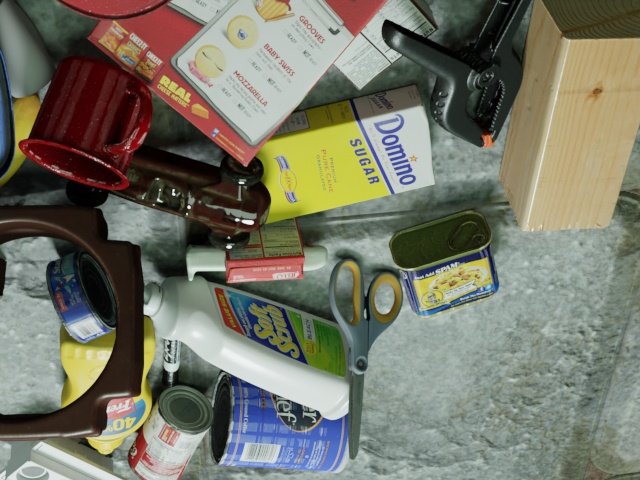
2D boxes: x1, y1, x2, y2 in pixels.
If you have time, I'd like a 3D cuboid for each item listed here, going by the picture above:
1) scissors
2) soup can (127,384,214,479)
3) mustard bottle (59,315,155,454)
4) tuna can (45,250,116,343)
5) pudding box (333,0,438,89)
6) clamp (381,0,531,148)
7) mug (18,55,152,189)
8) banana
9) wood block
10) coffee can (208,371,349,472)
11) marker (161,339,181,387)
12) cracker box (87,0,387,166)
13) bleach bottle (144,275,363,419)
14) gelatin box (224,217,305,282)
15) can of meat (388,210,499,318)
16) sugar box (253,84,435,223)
[{"bbox_3d":[0.054,0.117,1.103,0.096,0.202,0.016,-8,177,-31],"label":"scissors"},{"bbox_3d":[-0.167,0.219,1.194,0.068,0.068,0.102,14,128,-23],"label":"soup can"},{"bbox_3d":[-0.228,0.161,1.140,0.096,0.058,0.192,-3,132,-16],"label":"mustard bottle"},{"bbox_3d":[-0.228,0.053,1.028,0.034,0.086,0.086,-22,131,6],"label":"tuna can"},{"bbox_3d":[0.031,-0.193,0.897,0.090,0.039,0.113,-36,130,19],"label":"pudding box"},{"bbox_3d":[0.142,-0.161,0.930,0.164,0.036,0.210,-35,146,-4],"label":"clamp"},{"bbox_3d":[-0.179,-0.097,0.863,0.117,0.081,0.093,3,160,43],"label":"mug"},{"bbox_3d":[-0.315,-0.062,0.942,0.198,0.037,0.069,-27,131,12],"label":"banana"},{"bbox_3d":[0.232,-0.116,0.971,0.090,0.090,0.206,-3,131,-8],"label":"wood block"},{"bbox_3d":[-0.044,0.202,1.183,0.140,0.103,0.103,7,129,-17],"label":"coffee can"},{"bbox_3d":[-0.158,0.113,1.139,0.020,0.020,0.121,0,131,-12],"label":"marker"},{"bbox_3d":[-0.052,-0.190,0.829,0.164,0.072,0.214,39,117,-8],"label":"cracker box"},{"bbox_3d":[-0.075,0.101,1.088,0.250,0.102,0.068,22,132,-29],"label":"bleach bottle"},{"bbox_3d":[-0.057,0.001,1.014,0.073,0.089,0.030,-3,131,-9],"label":"gelatin box"},{"bbox_3d":[0.130,0.026,1.097,0.102,0.057,0.084,-17,133,4],"label":"can of meat"},{"bbox_3d":[0.014,-0.078,0.988,0.176,0.048,0.093,-12,129,2],"label":"sugar box"}]
